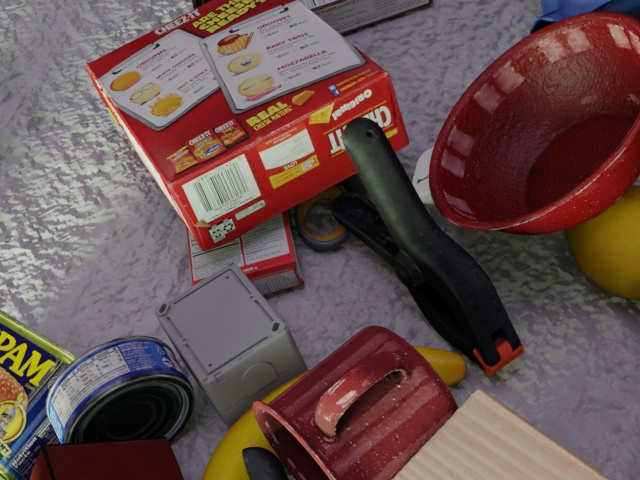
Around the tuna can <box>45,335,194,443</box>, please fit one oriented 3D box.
[{"bbox_3d":[-0.121,0.100,0.650,0.086,0.086,0.034,-31,52,-10],"label":"tuna can"}]

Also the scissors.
[{"bbox_3d":[-0.004,-0.061,0.794,0.096,0.016,0.202,-33,51,-11],"label":"scissors"}]

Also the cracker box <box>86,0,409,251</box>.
[{"bbox_3d":[-0.059,-0.100,0.777,0.164,0.072,0.214,-29,39,-9],"label":"cracker box"}]

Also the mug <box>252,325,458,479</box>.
[{"bbox_3d":[0.022,0.094,0.572,0.081,0.117,0.093,-37,62,-18],"label":"mug"}]

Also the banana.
[{"bbox_3d":[-0.004,0.115,0.642,0.197,0.037,0.069,-39,81,-12],"label":"banana"}]

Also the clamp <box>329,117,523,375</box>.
[{"bbox_3d":[0.061,0.003,0.655,0.039,0.120,0.172,-38,66,-12],"label":"clamp"}]

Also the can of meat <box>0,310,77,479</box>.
[{"bbox_3d":[-0.202,0.103,0.691,0.102,0.057,0.083,24,64,31],"label":"can of meat"}]

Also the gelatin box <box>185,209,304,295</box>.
[{"bbox_3d":[-0.055,0.001,0.749,0.073,0.030,0.089,-16,47,3],"label":"gelatin box"}]

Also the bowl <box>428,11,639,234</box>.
[{"bbox_3d":[0.145,-0.060,0.649,0.162,0.055,0.162,-33,34,26],"label":"bowl"}]

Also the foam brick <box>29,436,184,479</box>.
[{"bbox_3d":[-0.122,0.149,0.610,0.078,0.053,0.051,3,37,-32],"label":"foam brick"}]

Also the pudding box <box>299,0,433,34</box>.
[{"bbox_3d":[0.028,-0.220,0.900,0.113,0.039,0.090,-20,50,2],"label":"pudding box"}]
